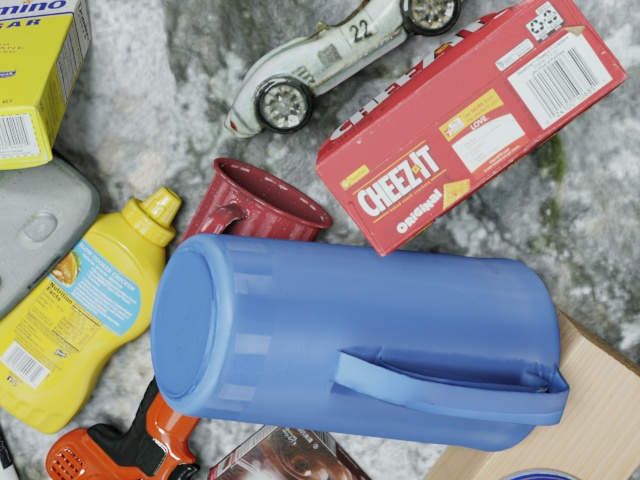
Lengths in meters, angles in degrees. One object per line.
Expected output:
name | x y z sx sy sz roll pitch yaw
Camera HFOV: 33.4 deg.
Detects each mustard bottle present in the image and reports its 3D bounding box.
mustard bottle | -0.166 0.039 0.762 0.096 0.058 0.192 41 98 1

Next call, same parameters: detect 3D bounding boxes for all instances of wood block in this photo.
wood block | 0.151 0.163 0.771 0.091 0.090 0.206 35 99 -6

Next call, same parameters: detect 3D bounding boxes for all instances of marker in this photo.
marker | -0.254 0.129 0.798 0.020 0.020 0.121 -16 100 2

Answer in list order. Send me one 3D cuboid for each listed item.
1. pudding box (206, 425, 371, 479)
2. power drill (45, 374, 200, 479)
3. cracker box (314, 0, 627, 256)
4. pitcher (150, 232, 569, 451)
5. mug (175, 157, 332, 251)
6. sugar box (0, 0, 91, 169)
pudding box | -0.016 0.190 0.800 0.090 0.039 0.113 -41 97 8
power drill | -0.087 0.152 0.756 0.184 0.057 0.188 39 94 20
cracker box | 0.078 -0.077 0.665 0.164 0.213 0.072 -37 97 5
pitcher | 0.027 0.065 0.669 0.242 0.149 0.145 8 57 -30
mug | -0.055 0.001 0.731 0.093 0.117 0.081 33 104 14
sugar box | -0.206 -0.107 0.678 0.093 0.176 0.048 -4 128 0
